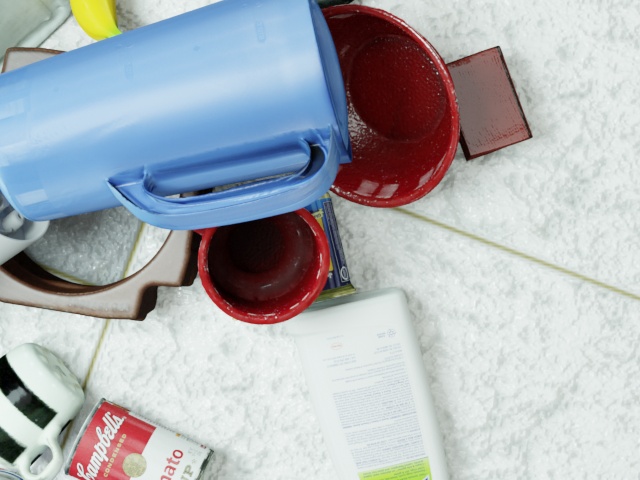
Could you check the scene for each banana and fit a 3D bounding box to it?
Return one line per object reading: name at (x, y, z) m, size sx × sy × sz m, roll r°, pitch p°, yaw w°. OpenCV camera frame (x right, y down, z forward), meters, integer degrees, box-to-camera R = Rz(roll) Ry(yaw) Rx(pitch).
banana at (-0.165, -0.238, 0.858) m, size 0.070 × 0.037 × 0.198 m, roll 3°, pitch 75°, yaw 11°

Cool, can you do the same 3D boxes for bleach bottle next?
bleach bottle at (0.047, 0.169, 0.856) m, size 0.102 × 0.068 × 0.251 m, roll -12°, pitch 93°, yaw 4°

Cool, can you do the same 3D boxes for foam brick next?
foam brick at (0.129, -0.107, 0.851) m, size 0.051 × 0.053 × 0.078 m, roll -20°, pitch 89°, yaw 3°

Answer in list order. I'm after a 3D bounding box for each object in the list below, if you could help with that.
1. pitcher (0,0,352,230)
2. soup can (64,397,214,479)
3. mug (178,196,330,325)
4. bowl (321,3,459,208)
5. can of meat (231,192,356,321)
pitcher at (-0.102, -0.083, 0.737) m, size 0.243 × 0.149 × 0.145 m, roll -14°, pitch 101°, yaw 6°
soup can at (-0.146, 0.179, 0.862) m, size 0.102 × 0.068 × 0.068 m, roll 25°, pitch 92°, yaw 1°
mug at (-0.055, 0.001, 0.779) m, size 0.117 × 0.081 × 0.093 m, roll 26°, pitch 97°, yaw -13°
bowl at (0.046, -0.109, 0.828) m, size 0.162 × 0.055 × 0.162 m, roll 17°, pitch 123°, yaw 28°
can of meat at (-0.030, 0.013, 0.859) m, size 0.102 × 0.057 × 0.084 m, roll -14°, pitch 89°, yaw 3°
